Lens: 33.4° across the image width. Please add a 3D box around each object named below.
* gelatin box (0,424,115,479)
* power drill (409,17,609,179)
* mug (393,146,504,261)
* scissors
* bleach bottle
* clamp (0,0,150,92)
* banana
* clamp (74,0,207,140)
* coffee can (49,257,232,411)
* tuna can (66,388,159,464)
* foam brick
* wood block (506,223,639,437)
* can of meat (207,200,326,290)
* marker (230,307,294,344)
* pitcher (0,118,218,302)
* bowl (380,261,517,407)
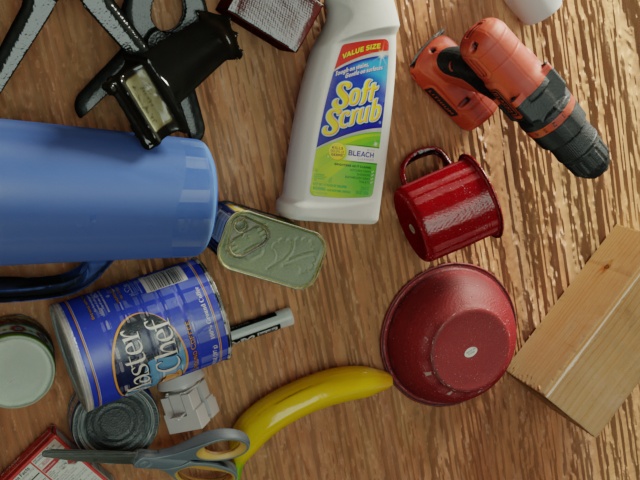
[{"bbox_3d":[-0.253,0.233,1.027,0.073,0.030,0.089,-44,111,-4],"label":"gelatin box"},{"bbox_3d":[0.174,-0.135,1.008,0.057,0.188,0.184,-47,110,-6],"label":"power drill"},{"bbox_3d":[0.121,-0.040,1.071,0.081,0.093,0.117,-23,77,-8],"label":"mug"},{"bbox_3d":[-0.151,0.198,1.012,0.201,0.016,0.096,24,123,-37],"label":"scissors"},{"bbox_3d":[0.020,-0.144,1.021,0.102,0.068,0.251,3,99,-20],"label":"bleach bottle"},{"bbox_3d":[-0.223,-0.209,0.897,0.164,0.036,0.210,-15,111,-15],"label":"clamp"},{"bbox_3d":[-0.018,0.171,1.093,0.197,0.037,0.069,-28,139,-8],"label":"banana"},{"bbox_3d":[-0.157,-0.175,0.967,0.120,0.039,0.171,2,101,-23],"label":"clamp"},{"bbox_3d":[-0.165,0.085,0.980,0.140,0.103,0.103,-19,107,-19],"label":"coffee can"},{"bbox_3d":[-0.199,0.171,1.029,0.086,0.034,0.086,-4,103,-18],"label":"tuna can"},{"bbox_3d":[-0.048,-0.215,0.986,0.078,0.053,0.051,28,92,-23],"label":"foam brick"},{"bbox_3d":[0.310,0.096,1.157,0.090,0.091,0.206,39,88,-22],"label":"wood block"},{"bbox_3d":[-0.057,0.001,1.014,0.102,0.084,0.057,17,96,-22],"label":"can of meat"},{"bbox_3d":[-0.085,0.093,1.060,0.121,0.020,0.020,-18,107,-14],"label":"marker"},{"bbox_3d":[-0.220,-0.031,0.935,0.242,0.149,0.145,1,72,-22],"label":"pitcher"},{"bbox_3d":[0.147,0.107,1.123,0.162,0.055,0.162,-4,104,-18],"label":"bowl"}]
